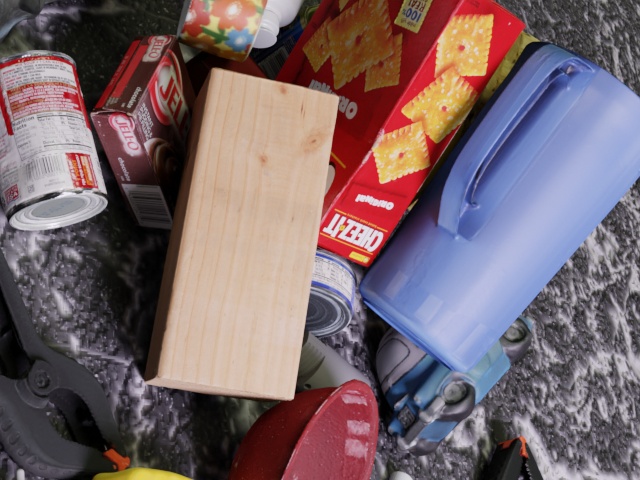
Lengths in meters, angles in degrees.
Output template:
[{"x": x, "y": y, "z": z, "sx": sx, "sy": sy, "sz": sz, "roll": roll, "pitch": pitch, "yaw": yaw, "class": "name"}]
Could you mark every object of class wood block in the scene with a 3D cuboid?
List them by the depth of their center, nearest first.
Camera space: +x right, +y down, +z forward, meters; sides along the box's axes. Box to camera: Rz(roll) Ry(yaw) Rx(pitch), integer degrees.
[{"x": -0.055, "y": 0.001, "z": 0.727, "sx": 0.090, "sy": 0.091, "sz": 0.206, "roll": 11, "pitch": 78, "yaw": -13, "class": "wood block"}]

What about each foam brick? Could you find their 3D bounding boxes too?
[{"x": -0.089, "y": -0.116, "z": 0.834, "sx": 0.053, "sy": 0.078, "sz": 0.051, "roll": 48, "pitch": 42, "yaw": -14, "class": "foam brick"}]

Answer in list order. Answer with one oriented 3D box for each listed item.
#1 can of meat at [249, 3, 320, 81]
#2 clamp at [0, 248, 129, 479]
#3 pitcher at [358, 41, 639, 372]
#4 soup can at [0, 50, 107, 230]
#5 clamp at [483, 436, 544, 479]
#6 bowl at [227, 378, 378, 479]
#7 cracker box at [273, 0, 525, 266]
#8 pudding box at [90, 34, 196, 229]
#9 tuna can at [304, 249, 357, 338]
[{"x": -0.008, "y": -0.169, "z": 0.946, "sx": 0.101, "sy": 0.084, "sz": 0.057, "roll": -31, "pitch": 92, "yaw": -50, "class": "can of meat"}, {"x": -0.187, "y": 0.091, "z": 0.640, "sx": 0.171, "sy": 0.039, "sz": 0.120, "roll": 53, "pitch": 42, "yaw": -12, "class": "clamp"}, {"x": 0.137, "y": -0.026, "z": 0.811, "sx": 0.149, "sy": 0.145, "sz": 0.243, "roll": 39, "pitch": 87, "yaw": -15, "class": "pitcher"}, {"x": -0.185, "y": -0.065, "z": 0.709, "sx": 0.068, "sy": 0.069, "sz": 0.102, "roll": -2, "pitch": 71, "yaw": -48, "class": "soup can"}, {"x": 0.184, "y": 0.279, "z": 0.936, "sx": 0.164, "sy": 0.036, "sz": 0.210, "roll": 31, "pitch": 48, "yaw": -32, "class": "clamp"}, {"x": -0.019, "y": 0.165, "z": 0.732, "sx": 0.161, "sy": 0.055, "sz": 0.162, "roll": -43, "pitch": 141, "yaw": -49, "class": "bowl"}, {"x": 0.035, "y": -0.115, "z": 0.820, "sx": 0.072, "sy": 0.214, "sz": 0.164, "roll": 22, "pitch": 18, "yaw": -36, "class": "cracker box"}, {"x": -0.118, "y": -0.077, "z": 0.769, "sx": 0.113, "sy": 0.039, "sz": 0.090, "roll": 79, "pitch": 22, "yaw": -45, "class": "pudding box"}, {"x": -0.016, "y": 0.041, "z": 0.817, "sx": 0.086, "sy": 0.086, "sz": 0.033, "roll": 31, "pitch": 50, "yaw": -32, "class": "tuna can"}]
